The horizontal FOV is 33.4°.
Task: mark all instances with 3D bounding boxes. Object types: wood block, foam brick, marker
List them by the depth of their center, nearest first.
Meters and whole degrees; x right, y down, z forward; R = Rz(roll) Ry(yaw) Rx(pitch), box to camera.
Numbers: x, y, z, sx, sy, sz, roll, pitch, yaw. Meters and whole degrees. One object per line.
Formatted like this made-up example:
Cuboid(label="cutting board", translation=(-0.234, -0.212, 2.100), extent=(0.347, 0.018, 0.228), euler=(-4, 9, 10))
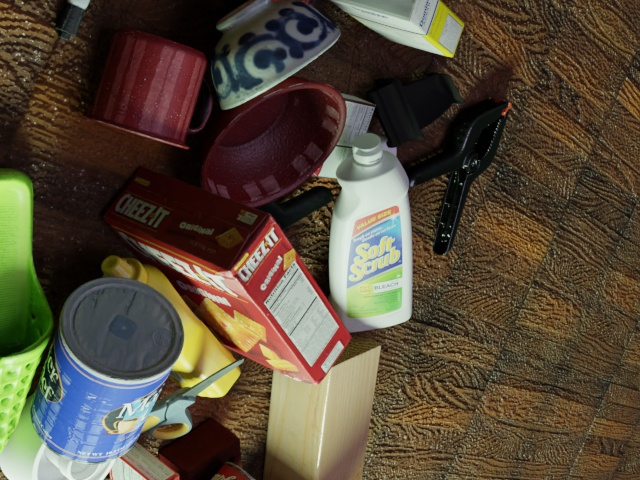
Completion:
Cuboid(label="marker", translation=(-0.184, -0.218, 0.854), extent=(0.020, 0.020, 0.121), euler=(18, 96, -53))
Cuboid(label="foam brick", translation=(-0.130, 0.240, 1.159), extent=(0.078, 0.051, 0.053), euler=(-30, 132, -38))
Cuboid(label="wood block", translation=(-0.001, 0.207, 1.266), extent=(0.090, 0.090, 0.206), euler=(-20, 125, -44))

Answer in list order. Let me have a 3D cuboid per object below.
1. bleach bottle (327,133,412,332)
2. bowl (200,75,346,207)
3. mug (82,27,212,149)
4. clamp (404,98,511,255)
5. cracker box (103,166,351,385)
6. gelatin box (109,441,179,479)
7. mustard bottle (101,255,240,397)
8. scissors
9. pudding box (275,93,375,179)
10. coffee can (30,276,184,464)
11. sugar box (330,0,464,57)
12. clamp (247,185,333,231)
Cuboid(label="bleach bottle", translation=(0.049, -0.009, 1.176), extent=(0.102, 0.068, 0.251), euler=(-9, 133, -2))
Cuboid(label="bowl", translation=(-0.056, -0.104, 1.019), extent=(0.162, 0.055, 0.162), euler=(-28, 151, -17))
Cuboid(label="mug", translation=(-0.136, -0.127, 0.907), extent=(0.117, 0.093, 0.081), euler=(14, 95, -47))
Cuboid(label="clamp", translation=(0.173, -0.102, 1.343), extent=(0.210, 0.036, 0.164), euler=(-59, 144, -11))
Cuboid(label="cracker box", translation=(-0.084, 0.038, 1.002), extent=(0.072, 0.164, 0.213), euler=(-56, 143, -19))
Cuboid(label="gelatin box", translation=(-0.176, 0.248, 1.075), extent=(0.030, 0.089, 0.073), euler=(-28, 130, -38))
Cuboid(label="mustard bottle", translation=(-0.151, 0.074, 0.999), extent=(0.058, 0.096, 0.191), euler=(-52, 141, -17))
Cuboid(label="scissors", translation=(-0.124, 0.158, 1.031), extent=(0.096, 0.202, 0.016), euler=(27, 45, -50))
Cuboid(label="pudding box", translation=(0.002, -0.113, 1.127), extent=(0.113, 0.039, 0.090), euler=(2, 109, -53))
Cuboid(label="coffee can", translation=(-0.185, 0.113, 0.915), extent=(0.102, 0.103, 0.140), euler=(-25, 156, -41))
Cuboid(label="sugar box", translation=(0.078, -0.231, 1.067), extent=(0.048, 0.093, 0.176), euler=(-71, 161, 3))
Cuboid(label="clamp", translation=(-0.057, 0.001, 1.121), extent=(0.171, 0.039, 0.120), euler=(-4, 107, -46))
